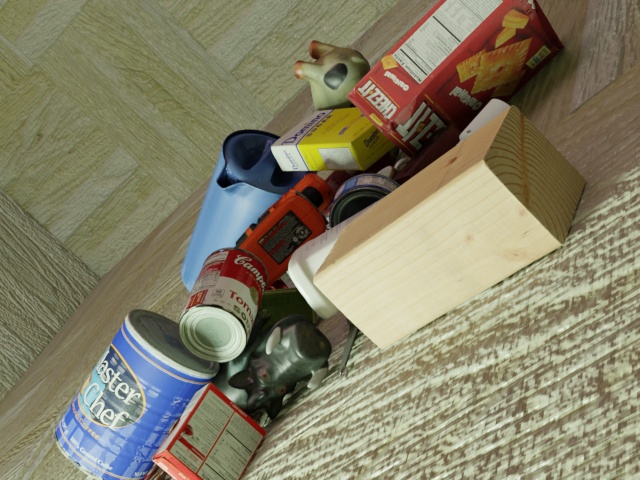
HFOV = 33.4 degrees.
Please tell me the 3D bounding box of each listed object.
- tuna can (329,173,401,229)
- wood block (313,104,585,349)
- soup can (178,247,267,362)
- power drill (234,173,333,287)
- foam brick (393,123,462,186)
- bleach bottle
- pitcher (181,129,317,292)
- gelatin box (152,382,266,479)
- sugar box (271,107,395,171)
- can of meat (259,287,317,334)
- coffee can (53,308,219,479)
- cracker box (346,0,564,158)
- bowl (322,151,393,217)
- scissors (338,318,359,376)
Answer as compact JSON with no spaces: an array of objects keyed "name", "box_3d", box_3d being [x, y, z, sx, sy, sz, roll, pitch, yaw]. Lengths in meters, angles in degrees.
[{"name":"tuna can","box_3d":[0.053,-0.025,1.125,0.086,0.086,0.033,-40,14,27]},{"name":"wood block","box_3d":[0.101,-0.006,0.871,0.206,0.090,0.090,-36,14,42]},{"name":"soup can","box_3d":[-0.093,0.061,1.033,0.069,0.068,0.102,-40,18,28]},{"name":"power drill","box_3d":[-0.058,0.001,1.210,0.184,0.057,0.187,-46,8,4]},{"name":"foam brick","box_3d":[0.123,-0.075,1.127,0.078,0.051,0.053,-49,11,-13]},{"name":"bleach bottle","box_3d":[0.090,-0.027,1.005,0.251,0.068,0.102,-34,9,12]},{"name":"pitcher","box_3d":[-0.101,-0.026,1.482,0.145,0.149,0.243,-90,22,-49]},{"name":"gelatin box","box_3d":[-0.100,0.186,0.966,0.030,0.073,0.089,-36,15,45]},{"name":"sugar box","box_3d":[0.022,-0.128,1.331,0.093,0.048,0.177,-40,26,-27]},{"name":"can of meat","box_3d":[-0.066,0.086,1.153,0.101,0.057,0.084,-5,-10,-32]},{"name":"coffee can","box_3d":[-0.178,0.152,1.033,0.140,0.102,0.103,-56,9,10]},{"name":"cracker box","box_3d":[0.153,-0.186,1.169,0.214,0.072,0.164,-45,-28,8]},{"name":"bowl","box_3d":[0.042,-0.058,1.358,0.162,0.055,0.162,-44,11,11]},{"name":"scissors","box_3d":[0.049,0.059,1.018,0.096,0.016,0.201,-44,11,10]}]
